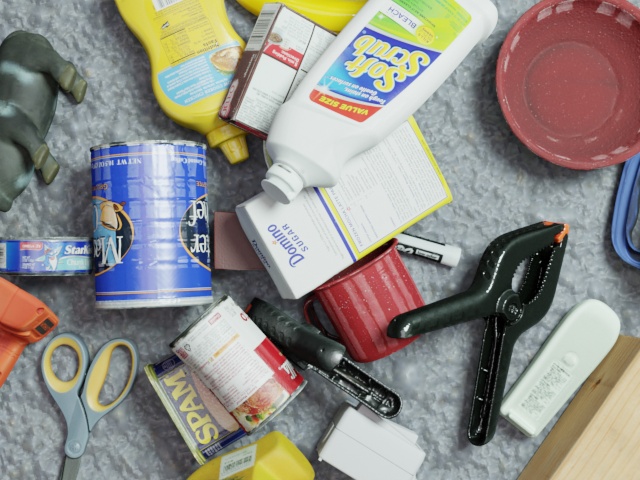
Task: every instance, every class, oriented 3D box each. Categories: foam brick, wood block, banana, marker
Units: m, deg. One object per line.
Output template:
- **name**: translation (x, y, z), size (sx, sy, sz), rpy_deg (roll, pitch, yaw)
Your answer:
- **foam brick**: translation (-0.056, 0.001, 0.963), size (0.078, 0.051, 0.053), rpy_deg (2, 89, -2)
- **wood block**: translation (0.254, 0.194, 0.946), size (0.090, 0.091, 0.206), rpy_deg (35, 88, 0)
- **banana**: translation (0.004, -0.216, 0.982), size (0.197, 0.037, 0.069), rpy_deg (3, 59, -5)
- **marker**: translation (0.069, -0.001, 0.982), size (0.121, 0.020, 0.020), rpy_deg (17, 88, -1)

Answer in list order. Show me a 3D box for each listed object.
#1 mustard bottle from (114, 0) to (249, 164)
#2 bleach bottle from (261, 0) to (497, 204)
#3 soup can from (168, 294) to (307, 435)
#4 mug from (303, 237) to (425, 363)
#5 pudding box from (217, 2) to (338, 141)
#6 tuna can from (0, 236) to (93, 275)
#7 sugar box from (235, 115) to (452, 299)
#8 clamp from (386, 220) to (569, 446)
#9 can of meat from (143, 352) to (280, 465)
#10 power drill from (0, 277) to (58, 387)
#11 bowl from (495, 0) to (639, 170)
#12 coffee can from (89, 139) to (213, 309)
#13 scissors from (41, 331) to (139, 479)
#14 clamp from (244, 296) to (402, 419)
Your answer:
- **mustard bottle**: translation (-0.109, -0.159, 0.963), size (0.096, 0.058, 0.191), rpy_deg (-23, 89, -2)
- **bleach bottle**: translation (0.042, -0.126, 0.900), size (0.102, 0.068, 0.250), rpy_deg (37, 69, 1)
- **soup can**: translation (-0.070, 0.104, 0.897), size (0.068, 0.068, 0.102), rpy_deg (-42, 90, -3)
- **mug**: translation (0.037, 0.059, 0.950), size (0.117, 0.093, 0.081), rpy_deg (-24, 99, 30)
- **pudding box**: translation (-0.027, -0.139, 0.937), size (0.089, 0.039, 0.113), rpy_deg (24, 89, -30)
- **tuna can**: translation (-0.243, 0.013, 0.940), size (0.086, 0.086, 0.034), rpy_deg (0, 90, -2)
- **sugar box**: translation (0.022, -0.032, 0.930), size (0.176, 0.048, 0.093), rpy_deg (-31, 99, -16)
- **clamp**: translation (0.150, 0.056, 0.942), size (0.164, 0.036, 0.210), rpy_deg (45, 71, -34)
- **can of meat**: translation (-0.096, 0.135, 0.955), size (0.084, 0.057, 0.102), rpy_deg (-30, 90, -5)
- **power drill**: translation (-0.299, 0.124, 0.896), size (0.057, 0.184, 0.187), rpy_deg (32, 78, -1)
- **bowl**: translation (0.235, -0.142, 0.974), size (0.162, 0.055, 0.162), rpy_deg (0, 88, -2)
- **coffee can**: translation (-0.148, -0.012, 0.935), size (0.103, 0.103, 0.140), rpy_deg (-2, 88, -2)
- **scissors**: translation (-0.236, 0.171, 0.970), size (0.096, 0.016, 0.202), rpy_deg (29, 88, 1)
- **clamp**: translation (-0.013, 0.089, 0.915), size (0.172, 0.120, 0.039), rpy_deg (27, 72, 33)
